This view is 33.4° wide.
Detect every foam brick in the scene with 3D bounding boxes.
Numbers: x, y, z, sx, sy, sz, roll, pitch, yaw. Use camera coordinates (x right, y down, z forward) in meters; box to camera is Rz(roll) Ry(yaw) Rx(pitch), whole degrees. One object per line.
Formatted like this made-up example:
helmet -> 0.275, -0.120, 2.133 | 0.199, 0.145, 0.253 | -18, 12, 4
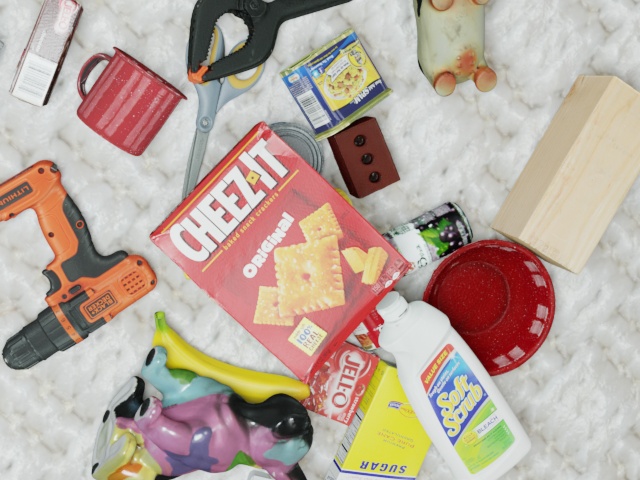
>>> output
foam brick -> 0.046, -0.092, 1.182 | 0.053, 0.051, 0.078 | -25, 103, -7

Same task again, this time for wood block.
wood block -> 0.295, -0.076, 1.215 | 0.090, 0.091, 0.206 | 30, 91, -15

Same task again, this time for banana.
banana -> -0.110, 0.145, 1.183 | 0.197, 0.070, 0.037 | 27, 50, -16

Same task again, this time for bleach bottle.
bleach bottle -> 0.132, 0.161, 1.178 | 0.102, 0.068, 0.250 | -37, 114, -1

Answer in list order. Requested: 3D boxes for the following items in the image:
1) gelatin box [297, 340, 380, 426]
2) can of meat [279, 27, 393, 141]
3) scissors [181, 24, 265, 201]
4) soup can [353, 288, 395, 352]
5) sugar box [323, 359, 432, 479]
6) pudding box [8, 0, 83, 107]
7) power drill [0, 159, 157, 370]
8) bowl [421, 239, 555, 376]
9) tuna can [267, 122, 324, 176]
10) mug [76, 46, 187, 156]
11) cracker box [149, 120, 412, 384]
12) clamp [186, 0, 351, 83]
gelatin box -> 0.017, 0.158, 1.226 | 0.073, 0.030, 0.089 | 24, 93, -14
can of meat -> 0.016, -0.169, 1.149 | 0.102, 0.058, 0.084 | -39, 103, -32
scissors -> -0.107, -0.136, 1.163 | 0.096, 0.016, 0.202 | -2, 99, -11
soup can -> 0.051, 0.065, 1.198 | 0.068, 0.068, 0.102 | -35, 104, -5
sugar box -> 0.077, 0.234, 1.242 | 0.093, 0.048, 0.176 | 22, 92, -15
pudding box -> -0.276, -0.193, 1.081 | 0.039, 0.090, 0.113 | 23, 94, -13
power drill -> -0.294, 0.024, 1.129 | 0.184, 0.057, 0.187 | -34, 106, -9
bowl -> 0.186, 0.073, 1.232 | 0.162, 0.055, 0.162 | -2, 101, -11
tuna can -> -0.040, -0.088, 1.174 | 0.086, 0.034, 0.086 | -2, 99, -11
mug -> -0.207, -0.148, 1.110 | 0.117, 0.093, 0.081 | 37, 95, 16
cracker box -> -0.039, 0.011, 1.069 | 0.213, 0.072, 0.164 | 44, 85, -7
clamp -> -0.079, -0.257, 1.130 | 0.164, 0.036, 0.210 | 46, 78, -12
